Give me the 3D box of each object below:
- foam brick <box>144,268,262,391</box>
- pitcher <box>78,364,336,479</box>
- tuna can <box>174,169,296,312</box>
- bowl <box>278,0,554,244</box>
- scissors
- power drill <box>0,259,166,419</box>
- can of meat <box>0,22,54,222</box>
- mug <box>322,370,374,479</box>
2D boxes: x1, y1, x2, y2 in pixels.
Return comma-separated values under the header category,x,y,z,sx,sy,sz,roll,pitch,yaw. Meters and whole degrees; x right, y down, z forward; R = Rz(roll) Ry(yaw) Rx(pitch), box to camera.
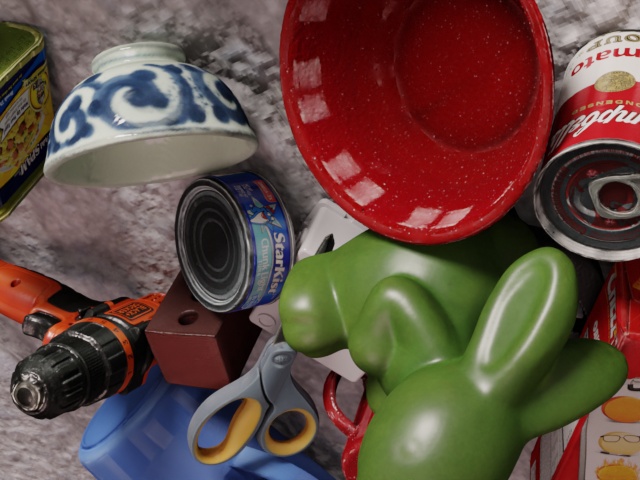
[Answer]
category,x,y,z,sx,sy,sz,roll,pitch,yaw
foam brick,-0.073,0.053,0.713,0.053,0.078,0.051,3,132,20
pitcher,-0.055,0.195,0.799,0.149,0.145,0.242,-42,105,10
tuna can,-0.054,0.001,0.655,0.086,0.033,0.086,16,111,49
bowl,0.056,-0.082,0.527,0.162,0.055,0.162,16,115,39
scissors,-0.013,0.080,0.677,0.096,0.016,0.202,19,123,-32
power drill,-0.201,0.053,0.710,0.188,0.184,0.057,20,104,15
can of meat,-0.201,-0.072,0.639,0.057,0.102,0.084,13,132,11
mug,0.053,0.124,0.719,0.117,0.081,0.093,35,134,-9
